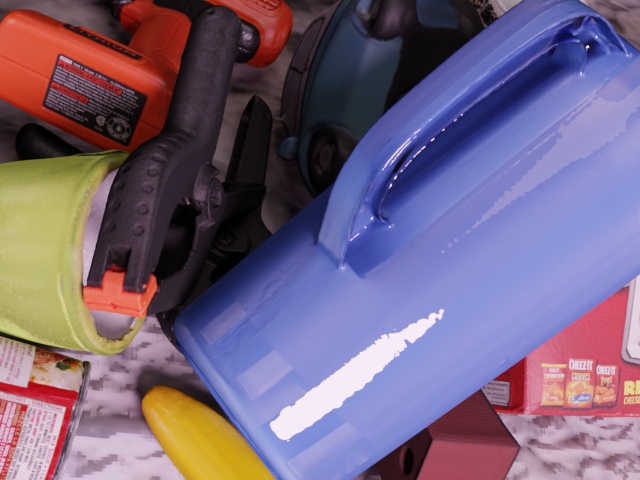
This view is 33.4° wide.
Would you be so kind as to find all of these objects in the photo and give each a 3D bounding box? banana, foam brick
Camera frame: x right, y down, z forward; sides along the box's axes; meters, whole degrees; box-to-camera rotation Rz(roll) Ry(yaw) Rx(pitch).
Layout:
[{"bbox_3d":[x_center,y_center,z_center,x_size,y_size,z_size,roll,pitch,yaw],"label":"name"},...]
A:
[{"bbox_3d":[-0.034,0.156,0.508,0.069,0.037,0.198,-1,59,-28],"label":"banana"},{"bbox_3d":[0.059,0.102,0.564,0.051,0.053,0.078,8,28,-24],"label":"foam brick"}]

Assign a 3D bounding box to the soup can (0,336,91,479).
[{"bbox_3d":[-0.162,0.074,0.477,0.102,0.069,0.068,18,52,-16],"label":"soup can"}]

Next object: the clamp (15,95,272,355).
[{"bbox_3d":[-0.054,0.001,0.603,0.164,0.036,0.210,-21,68,-37],"label":"clamp"}]

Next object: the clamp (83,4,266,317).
[{"bbox_3d":[-0.065,-0.034,0.504,0.039,0.120,0.171,-1,29,16],"label":"clamp"}]

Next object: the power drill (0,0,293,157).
[{"bbox_3d":[-0.118,-0.132,0.622,0.184,0.057,0.187,25,36,-2],"label":"power drill"}]

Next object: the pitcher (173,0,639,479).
[{"bbox_3d":[0.052,0.004,0.497,0.242,0.145,0.149,-37,100,-9],"label":"pitcher"}]
